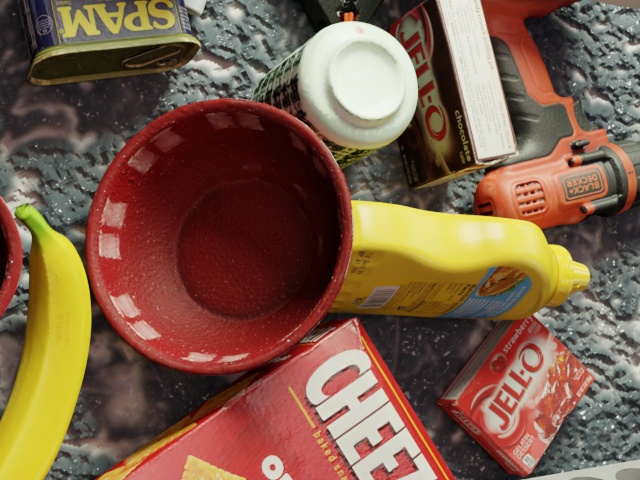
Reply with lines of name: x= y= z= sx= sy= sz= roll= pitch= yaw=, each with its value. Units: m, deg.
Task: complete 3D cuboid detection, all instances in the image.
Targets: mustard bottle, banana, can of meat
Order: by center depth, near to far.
banana: x=-0.165 y=0.080 z=0.600 sx=0.069 sy=0.037 sz=0.198 roll=13 pitch=85 yaw=-47
can of meat: x=-0.132 y=-0.146 z=0.645 sx=0.102 sy=0.058 sz=0.084 roll=-11 pitch=83 yaw=-23
mustard bottle: x=0.088 y=0.018 z=0.683 sx=0.191 sy=0.096 sz=0.058 roll=5 pitch=60 yaw=-21

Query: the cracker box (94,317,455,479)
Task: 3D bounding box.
cracker box: x=-0.028 y=0.170 z=0.630 sx=0.213 sy=0.072 sz=0.164 roll=-33 pitch=95 yaw=-23

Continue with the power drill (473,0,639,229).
power drill: x=0.175 y=-0.106 z=0.757 sx=0.184 sy=0.057 sz=0.187 roll=-14 pitch=87 yaw=-25

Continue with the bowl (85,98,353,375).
bowl: x=-0.054 y=0.001 z=0.631 sx=0.162 sy=0.055 sz=0.162 roll=-3 pitch=79 yaw=14

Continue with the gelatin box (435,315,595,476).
gelatin box: x=0.133 y=0.102 z=0.725 sx=0.073 sy=0.030 sz=0.089 roll=45 pitch=69 yaw=-10

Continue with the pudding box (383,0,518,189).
pudding box: x=0.080 y=-0.097 z=0.701 sx=0.039 sy=0.090 sz=0.113 roll=-15 pitch=88 yaw=-23
